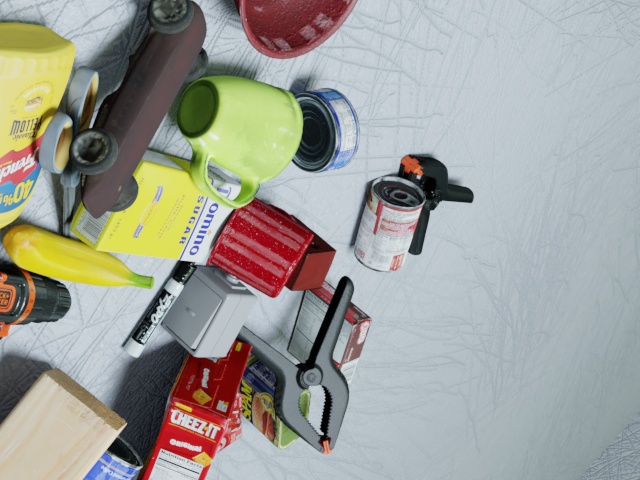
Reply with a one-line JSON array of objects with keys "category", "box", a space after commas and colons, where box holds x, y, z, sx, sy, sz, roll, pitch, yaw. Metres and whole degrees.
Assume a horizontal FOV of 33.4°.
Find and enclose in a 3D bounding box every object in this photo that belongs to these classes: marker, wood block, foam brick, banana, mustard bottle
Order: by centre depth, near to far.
[{"category": "mustard bottle", "box": [-0.253, -0.070, 0.824, 0.096, 0.058, 0.192, -28, 145, -59]}, {"category": "banana", "box": [-0.224, 0.013, 0.937, 0.197, 0.070, 0.037, 24, 65, -64]}, {"category": "wood block", "box": [-0.285, 0.229, 1.001, 0.206, 0.090, 0.091, -51, -179, -6]}, {"category": "marker", "box": [-0.168, 0.069, 1.125, 0.121, 0.020, 0.020, -56, 149, 6]}, {"category": "foam brick", "box": [-0.031, 0.014, 1.194, 0.052, 0.078, 0.051, -5, 127, -52]}]

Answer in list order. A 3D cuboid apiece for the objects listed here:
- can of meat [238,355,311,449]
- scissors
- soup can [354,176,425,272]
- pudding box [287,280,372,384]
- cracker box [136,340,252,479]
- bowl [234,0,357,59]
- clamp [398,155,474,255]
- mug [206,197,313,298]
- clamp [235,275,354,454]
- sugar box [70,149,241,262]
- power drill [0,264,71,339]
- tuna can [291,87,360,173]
[{"category": "can of meat", "box": [-0.060, 0.202, 1.346, 0.057, 0.084, 0.102, -31, 143, -33]}, {"category": "scissors", "box": [-0.214, -0.050, 0.884, 0.096, 0.016, 0.202, -68, 179, -53]}, {"category": "soup can", "box": [0.085, -0.019, 1.327, 0.068, 0.069, 0.102, -22, 138, -41]}, {"category": "pudding box", "box": [0.010, 0.120, 1.349, 0.039, 0.090, 0.114, -16, 135, -43]}, {"category": "cracker box", "box": [-0.153, 0.228, 1.189, 0.164, 0.072, 0.214, -78, -170, -67]}, {"category": "bowl", "box": [-0.026, -0.246, 0.951, 0.161, 0.055, 0.162, -34, 145, -28]}, {"category": "clamp", "box": [0.148, -0.062, 1.396, 0.120, 0.039, 0.171, -44, 149, -16]}, {"category": "mug", "box": [-0.057, 0.001, 1.119, 0.093, 0.081, 0.117, -59, 180, 33]}, {"category": "clamp", "box": [-0.028, 0.157, 1.268, 0.164, 0.036, 0.210, -10, 101, -17]}, {"category": "sugar box", "box": [-0.149, -0.031, 1.005, 0.093, 0.048, 0.176, -59, 153, 11]}, {"category": "power drill", "box": [-0.294, 0.111, 0.912, 0.184, 0.057, 0.187, 19, 84, -63]}, {"category": "tuna can", "box": [-0.002, -0.112, 1.095, 0.033, 0.086, 0.086, -16, 134, -43]}]
